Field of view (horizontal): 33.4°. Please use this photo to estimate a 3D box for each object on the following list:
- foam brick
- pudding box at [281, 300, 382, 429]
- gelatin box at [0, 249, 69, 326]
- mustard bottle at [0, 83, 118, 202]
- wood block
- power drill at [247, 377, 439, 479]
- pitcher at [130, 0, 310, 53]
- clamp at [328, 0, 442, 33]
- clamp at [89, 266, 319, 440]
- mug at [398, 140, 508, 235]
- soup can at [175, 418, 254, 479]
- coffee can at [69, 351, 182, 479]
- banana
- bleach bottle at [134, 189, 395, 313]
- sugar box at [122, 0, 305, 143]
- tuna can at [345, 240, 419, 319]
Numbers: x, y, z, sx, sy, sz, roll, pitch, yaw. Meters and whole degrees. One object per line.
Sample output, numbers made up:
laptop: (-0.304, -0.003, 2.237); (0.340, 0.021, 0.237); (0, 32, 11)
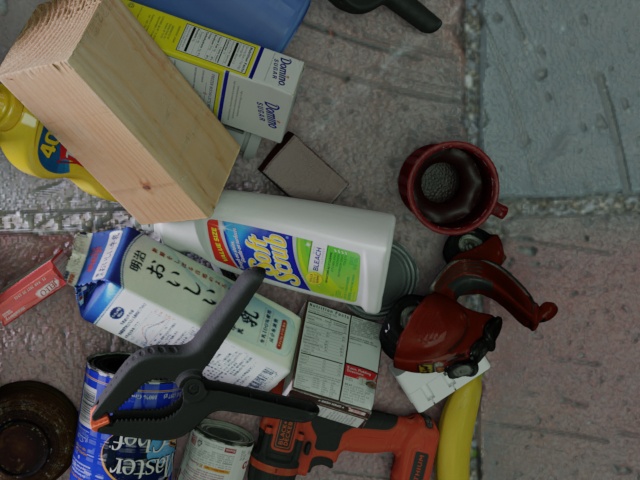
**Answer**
foam brick: (-0.018, -0.065, 1.077); (0.078, 0.053, 0.051); (42, 91, -10)
pudding box: (0.013, 0.125, 1.085); (0.090, 0.113, 0.039); (18, 139, -9)
gelatin box: (-0.279, 0.045, 1.041); (0.073, 0.089, 0.030); (-34, 100, -2)
mustard bottle: (-0.239, -0.102, 0.983); (0.191, 0.058, 0.096); (20, 87, -54)
wood block: (-0.172, -0.112, 0.944); (0.206, 0.091, 0.090); (52, 46, -41)
power drill: (0.020, 0.234, 1.122); (0.187, 0.057, 0.184); (13, 96, -9)
pitcher: (-0.127, -0.267, 1.000); (0.242, 0.145, 0.149); (32, 134, -14)
clamp: (0.058, -0.252, 1.040); (0.171, 0.039, 0.120); (-21, 101, -33)
clamp: (-0.111, 0.138, 0.999); (0.210, 0.036, 0.164); (-28, 108, -1)
mug: (0.136, -0.052, 1.084); (0.117, 0.081, 0.093); (22, 95, -10)
soup can: (-0.114, 0.243, 1.101); (0.068, 0.068, 0.102); (17, 95, -9)
coffee can: (-0.193, 0.192, 1.066); (0.102, 0.103, 0.140); (9, 97, -9)
banana: (0.151, 0.228, 1.139); (0.069, 0.037, 0.198); (0, 101, -36)
bleach bottle: (-0.057, 0.001, 1.046); (0.251, 0.068, 0.103); (10, 131, 4)
sugar box: (-0.107, -0.155, 0.983); (0.176, 0.093, 0.048); (17, 65, -4)
tuna can: (0.057, 0.037, 1.111); (0.086, 0.034, 0.086); (-1, 98, -7)
